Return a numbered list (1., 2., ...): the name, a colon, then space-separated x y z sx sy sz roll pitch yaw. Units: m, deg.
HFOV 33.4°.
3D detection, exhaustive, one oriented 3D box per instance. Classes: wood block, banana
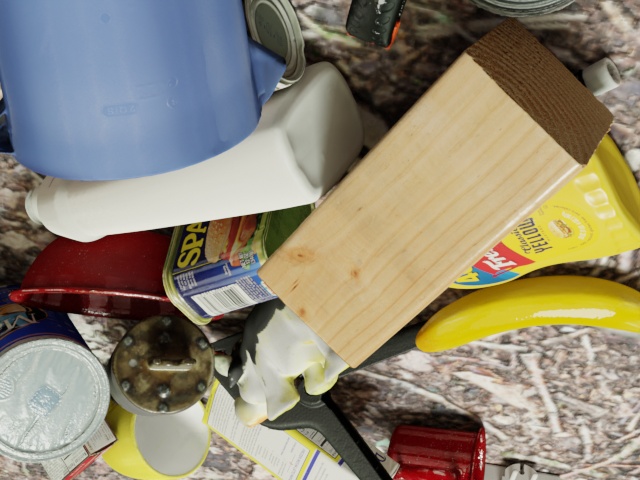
1. wood block: 0.066 -0.025 0.651 0.090 0.090 0.206 45 125 1
2. banana: 0.168 0.058 0.807 0.198 0.037 0.069 -1 117 13

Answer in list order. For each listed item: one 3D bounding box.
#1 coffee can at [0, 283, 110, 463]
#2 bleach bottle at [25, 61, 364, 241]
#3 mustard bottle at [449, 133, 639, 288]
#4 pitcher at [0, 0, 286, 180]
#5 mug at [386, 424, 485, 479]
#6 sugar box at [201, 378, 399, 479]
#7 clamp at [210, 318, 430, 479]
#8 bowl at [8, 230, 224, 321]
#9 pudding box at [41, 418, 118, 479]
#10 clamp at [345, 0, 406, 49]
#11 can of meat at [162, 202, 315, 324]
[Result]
1. coffee can: -0.238 0.104 0.868 0.102 0.103 0.140 38 177 -29
2. bleach bottle: -0.100 -0.048 0.720 0.251 0.102 0.068 -10 118 34
3. mustard bottle: 0.115 -0.012 0.729 0.192 0.058 0.096 -18 131 32
4. pitcher: -0.116 -0.157 0.504 0.145 0.149 0.243 10 123 27
5. mug: 0.103 0.213 0.974 0.081 0.093 0.117 4 174 16
6. sugar box: -0.021 0.181 0.957 0.176 0.048 0.093 33 143 10
7. clamp: -0.001 0.131 0.890 0.210 0.164 0.036 9 -178 14
8. bowl: -0.152 0.026 0.814 0.162 0.055 0.162 4 169 1
9. pudding box: -0.247 0.164 1.002 0.113 0.039 0.090 55 134 7
10. clamp: 0.045 -0.164 0.547 0.039 0.120 0.171 28 162 1
11. can of meat: -0.055 0.001 0.753 0.084 0.102 0.057 -17 133 28
